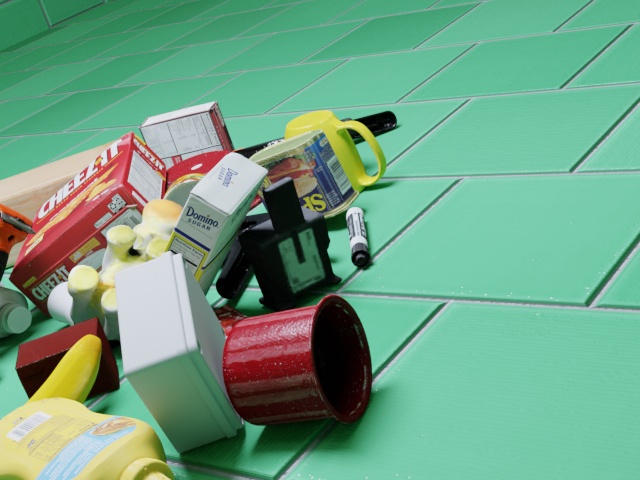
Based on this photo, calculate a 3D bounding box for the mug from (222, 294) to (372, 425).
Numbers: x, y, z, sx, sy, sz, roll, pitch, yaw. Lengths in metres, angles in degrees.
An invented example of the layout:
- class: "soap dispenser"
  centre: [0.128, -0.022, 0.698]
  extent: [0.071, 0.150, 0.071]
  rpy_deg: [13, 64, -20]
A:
- class: "mug"
  centre: [-0.013, 0.093, 0.795]
  extent: [0.082, 0.093, 0.117]
  rpy_deg: [-12, -9, 28]

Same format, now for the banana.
- class: "banana"
  centre: [-0.252, 0.150, 0.865]
  extent: [0.197, 0.069, 0.037]
  rpy_deg: [-30, -10, -22]

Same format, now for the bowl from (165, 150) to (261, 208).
- class: "bowl"
  centre: [-0.144, -0.067, 1.308]
  extent: [0.162, 0.055, 0.162]
  rpy_deg: [-16, 22, 7]

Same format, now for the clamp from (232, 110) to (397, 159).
- class: "clamp"
  centre: [-0.019, -0.123, 1.334]
  extent: [0.210, 0.036, 0.164]
  rpy_deg: [-14, 3, 17]

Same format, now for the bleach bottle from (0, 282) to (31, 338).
- class: "bleach bottle"
  centre: [-0.395, 0.064, 1.182]
  extent: [0.251, 0.068, 0.102]
  rpy_deg: [9, 19, 41]

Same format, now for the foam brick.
- class: "foam brick"
  centre: [-0.224, 0.111, 0.948]
  extent: [0.078, 0.053, 0.051]
  rpy_deg: [-19, 22, -3]

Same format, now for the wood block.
- class: "wood block"
  centre: [-0.330, -0.047, 1.362]
  extent: [0.206, 0.090, 0.091]
  rpy_deg: [-20, 22, -5]

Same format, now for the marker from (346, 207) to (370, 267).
- class: "marker"
  centre: [0.037, -0.003, 1.059]
  extent: [0.020, 0.020, 0.121]
  rpy_deg: [-16, 22, 5]

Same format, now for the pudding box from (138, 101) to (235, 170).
- class: "pudding box"
  centre: [-0.177, -0.131, 1.439]
  extent: [0.114, 0.090, 0.039]
  rpy_deg: [-11, 23, 20]

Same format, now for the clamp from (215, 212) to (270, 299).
- class: "clamp"
  centre: [-0.057, 0.001, 1.094]
  extent: [0.120, 0.039, 0.171]
  rpy_deg: [-21, 22, -3]

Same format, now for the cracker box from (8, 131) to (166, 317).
- class: "cracker box"
  centre: [-0.259, -0.025, 1.211]
  extent: [0.164, 0.072, 0.214]
  rpy_deg: [-38, 21, 9]

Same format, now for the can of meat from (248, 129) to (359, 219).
- class: "can of meat"
  centre: [-0.022, -0.064, 1.140]
  extent: [0.102, 0.084, 0.057]
  rpy_deg: [-16, 19, 36]

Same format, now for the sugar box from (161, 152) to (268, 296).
- class: "sugar box"
  centre: [-0.112, 0.011, 0.960]
  extent: [0.048, 0.176, 0.093]
  rpy_deg: [29, 34, 4]

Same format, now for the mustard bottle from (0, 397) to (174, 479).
- class: "mustard bottle"
  centre: [-0.167, 0.164, 0.768]
  extent: [0.192, 0.058, 0.096]
  rpy_deg: [3, 29, 43]
